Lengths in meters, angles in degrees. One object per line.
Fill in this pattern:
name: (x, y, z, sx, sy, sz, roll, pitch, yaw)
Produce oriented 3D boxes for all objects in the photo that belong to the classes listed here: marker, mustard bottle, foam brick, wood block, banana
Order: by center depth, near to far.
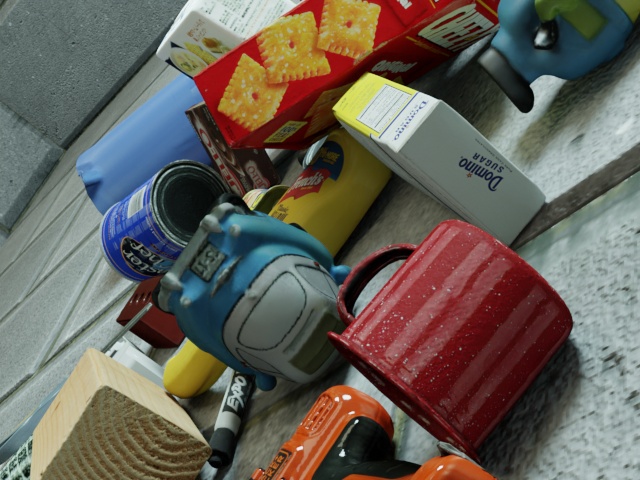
marker: (-0.063, 0.118, 0.783, 0.020, 0.020, 0.121, -39, 21, 34)
wood block: (-0.155, 0.150, 0.796, 0.091, 0.090, 0.206, -58, 13, -6)
banana: (-0.095, 0.087, 0.848, 0.198, 0.037, 0.069, 138, 144, -63)
mustard bottle: (0.004, -0.030, 0.850, 0.191, 0.058, 0.096, -53, 19, -6)
foam brick: (-0.160, 0.072, 1.061, 0.053, 0.051, 0.078, -59, 19, -21)

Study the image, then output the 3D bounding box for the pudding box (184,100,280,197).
pudding box: (-0.095, -0.101, 1.142, 0.039, 0.113, 0.090, -30, 11, -19)

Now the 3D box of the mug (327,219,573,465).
mug: (0.057, 0.040, 0.512, 0.081, 0.093, 0.117, -49, 45, -8)

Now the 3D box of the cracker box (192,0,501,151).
cracker box: (0.032, -0.148, 0.822, 0.214, 0.072, 0.164, -30, -6, 19)

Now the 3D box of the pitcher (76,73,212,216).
pitcher: (-0.193, -0.131, 1.417, 0.243, 0.145, 0.149, -37, 26, 25)

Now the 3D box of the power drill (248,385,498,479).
power drill: (0.000, 0.154, 0.494, 0.184, 0.057, 0.188, -56, 18, -16)

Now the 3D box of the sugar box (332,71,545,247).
sugar box: (0.070, -0.058, 0.682, 0.048, 0.093, 0.176, -51, 18, 1)

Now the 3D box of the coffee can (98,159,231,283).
coffee can: (-0.172, -0.018, 1.186, 0.141, 0.102, 0.102, -27, 29, 52)

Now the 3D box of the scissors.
scissors: (-0.232, 0.136, 0.973, 0.202, 0.016, 0.096, -43, 8, 11)
